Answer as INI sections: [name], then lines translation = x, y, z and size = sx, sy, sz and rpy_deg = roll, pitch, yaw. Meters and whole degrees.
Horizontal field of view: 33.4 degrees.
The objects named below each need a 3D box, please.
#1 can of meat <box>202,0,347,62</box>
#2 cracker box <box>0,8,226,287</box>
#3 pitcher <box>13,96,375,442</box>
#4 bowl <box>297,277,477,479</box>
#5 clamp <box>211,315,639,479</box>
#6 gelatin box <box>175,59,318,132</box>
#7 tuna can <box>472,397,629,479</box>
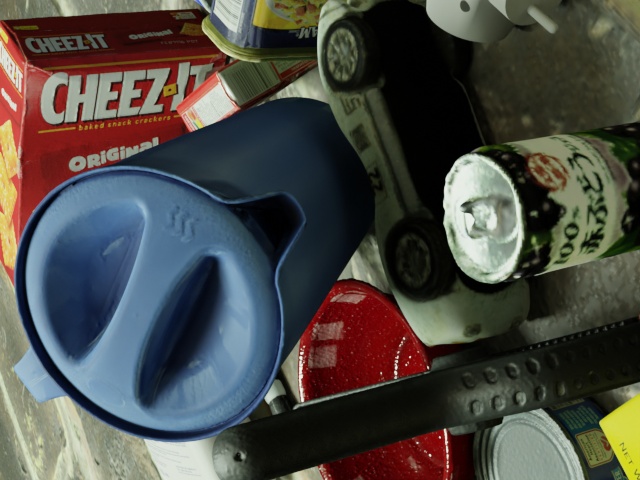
[can of meat]
translation = -0.011, -0.154, 0.617
size = 0.057, 0.101, 0.084
rpy_deg = 51, 138, 41
[cracker box]
translation = -0.171, -0.071, 0.855
size = 0.072, 0.163, 0.214
rpy_deg = 51, 139, 39
[pitcher]
translation = -0.054, 0.001, 0.582
size = 0.149, 0.242, 0.145
rpy_deg = 12, 111, 14
[bowl]
translation = 0.049, 0.098, 0.634
size = 0.162, 0.055, 0.162
rpy_deg = 26, 120, 55
[clamp]
translation = 0.063, 0.071, 0.497
size = 0.164, 0.210, 0.036
rpy_deg = 54, -159, -83
[gelatin box]
translation = -0.042, -0.105, 0.696
size = 0.030, 0.089, 0.073
rpy_deg = 58, 150, -6
[tuna can]
translation = 0.117, 0.118, 0.542
size = 0.086, 0.033, 0.086
rpy_deg = 25, 120, 55
